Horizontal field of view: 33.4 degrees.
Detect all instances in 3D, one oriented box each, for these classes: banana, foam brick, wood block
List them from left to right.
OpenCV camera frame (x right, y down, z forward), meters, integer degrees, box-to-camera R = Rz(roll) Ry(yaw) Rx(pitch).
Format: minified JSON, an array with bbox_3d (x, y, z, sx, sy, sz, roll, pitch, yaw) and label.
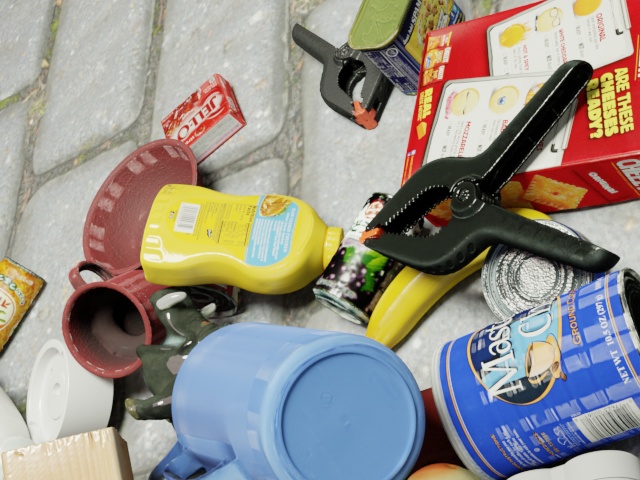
[{"bbox_3d":[-0.182,0.262,0.834,0.090,0.090,0.206,-12,72,-6],"label":"wood block"},{"bbox_3d":[0.088,0.144,0.753,0.053,0.078,0.051,-26,47,27],"label":"foam brick"},{"bbox_3d":[0.110,0.024,0.845,0.198,0.037,0.069,-29,46,24],"label":"banana"}]

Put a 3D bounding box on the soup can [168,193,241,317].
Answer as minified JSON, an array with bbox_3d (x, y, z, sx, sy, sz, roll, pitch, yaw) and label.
[{"bbox_3d":[-0.102,0.014,1.018,0.069,0.068,0.102,-11,56,37],"label":"soup can"}]

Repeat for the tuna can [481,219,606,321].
[{"bbox_3d":[0.162,0.028,0.777,0.086,0.033,0.086,-6,79,29],"label":"tuna can"}]

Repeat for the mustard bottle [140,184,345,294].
[{"bbox_3d":[-0.056,0.001,0.947,0.192,0.058,0.096,5,51,8],"label":"mustard bottle"}]

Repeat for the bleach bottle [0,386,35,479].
[{"bbox_3d":[-0.331,0.196,1.064,0.251,0.068,0.102,13,88,56],"label":"bleach bottle"}]

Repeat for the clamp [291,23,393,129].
[{"bbox_3d":[0.023,-0.179,1.057,0.120,0.039,0.171,-22,50,32],"label":"clamp"}]

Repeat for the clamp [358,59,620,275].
[{"bbox_3d":[0.119,-0.021,0.774,0.210,0.036,0.164,-28,51,32],"label":"clamp"}]

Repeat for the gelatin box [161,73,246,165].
[{"bbox_3d":[-0.129,-0.130,1.167,0.089,0.030,0.073,-38,44,16],"label":"gelatin box"}]

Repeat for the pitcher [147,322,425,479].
[{"bbox_3d":[-0.028,0.127,0.749,0.243,0.144,0.149,161,120,-72],"label":"pitcher"}]

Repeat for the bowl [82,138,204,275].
[{"bbox_3d":[-0.173,-0.025,1.117,0.162,0.055,0.162,-23,50,29],"label":"bowl"}]

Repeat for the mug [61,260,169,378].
[{"bbox_3d":[-0.194,0.066,1.021,0.117,0.081,0.093,47,111,4],"label":"mug"}]

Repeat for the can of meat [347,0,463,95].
[{"bbox_3d":[0.082,-0.197,0.983,0.058,0.083,0.102,5,67,44],"label":"can of meat"}]

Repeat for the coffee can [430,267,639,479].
[{"bbox_3d":[0.159,0.091,0.706,0.140,0.102,0.103,-26,48,26],"label":"coffee can"}]

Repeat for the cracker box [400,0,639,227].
[{"bbox_3d":[0.178,-0.106,0.847,0.214,0.072,0.164,-8,60,37],"label":"cracker box"}]
